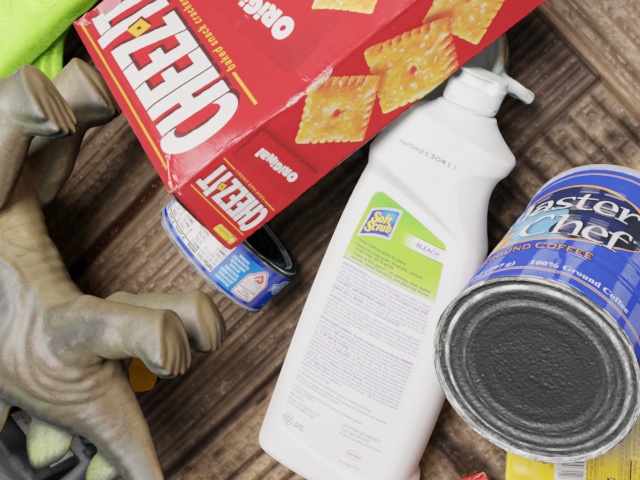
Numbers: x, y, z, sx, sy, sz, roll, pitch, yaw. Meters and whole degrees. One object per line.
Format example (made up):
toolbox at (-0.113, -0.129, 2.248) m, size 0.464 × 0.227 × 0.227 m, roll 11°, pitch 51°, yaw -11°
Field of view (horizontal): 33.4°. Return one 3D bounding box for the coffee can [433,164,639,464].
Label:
coffee can at (0.132, 0.033, 0.554) m, size 0.103 × 0.140 × 0.103 m, roll 14°, pitch 122°, yaw 24°

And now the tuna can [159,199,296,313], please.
tuna can at (-0.054, 0.001, 0.642) m, size 0.034 × 0.086 × 0.086 m, roll -43°, pitch 83°, yaw 10°

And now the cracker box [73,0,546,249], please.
cracker box at (-0.014, -0.125, 0.579) m, size 0.214 × 0.072 × 0.164 m, roll -37°, pitch 51°, yaw 4°

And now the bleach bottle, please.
bleach bottle at (0.050, 0.025, 0.603) m, size 0.103 × 0.068 × 0.251 m, roll 26°, pitch 110°, yaw 12°
